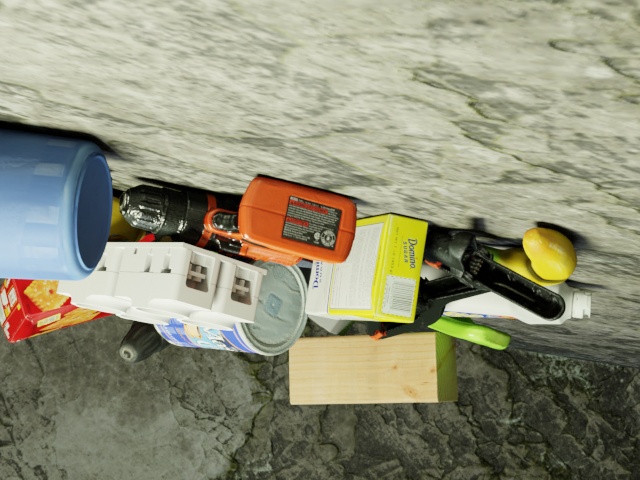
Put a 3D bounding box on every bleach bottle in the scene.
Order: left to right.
[{"bbox_3d":[0.182,0.061,1.224,0.251,0.068,0.102,5,172,14],"label":"bleach bottle"}]

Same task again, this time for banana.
[{"bbox_3d":[0.190,0.017,0.938,0.069,0.037,0.198,9,173,-3],"label":"banana"}]

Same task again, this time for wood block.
[{"bbox_3d":[0.069,0.172,1.421,0.206,0.090,0.090,-5,170,23],"label":"wood block"}]

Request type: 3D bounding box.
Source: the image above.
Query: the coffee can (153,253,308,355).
[{"bbox_3d":[-0.097,0.064,1.117,0.141,0.103,0.102,0,169,43],"label":"coffee can"}]

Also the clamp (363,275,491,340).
[{"bbox_3d":[0.094,0.053,1.131,0.164,0.036,0.210,17,148,-26],"label":"clamp"}]

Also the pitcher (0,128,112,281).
[{"bbox_3d":[-0.290,-0.039,0.810,0.243,0.145,0.149,5,-174,5],"label":"pitcher"}]

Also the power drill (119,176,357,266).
[{"bbox_3d":[-0.067,-0.018,0.929,0.184,0.057,0.188,12,175,-25],"label":"power drill"}]

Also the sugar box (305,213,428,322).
[{"bbox_3d":[0.040,0.029,1.007,0.048,0.093,0.176,11,174,-17],"label":"sugar box"}]

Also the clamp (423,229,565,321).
[{"bbox_3d":[0.145,0.027,0.952,0.120,0.039,0.171,39,178,-10],"label":"clamp"}]

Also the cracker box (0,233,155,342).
[{"bbox_3d":[-0.286,0.059,1.338,0.213,0.072,0.164,-14,170,-27],"label":"cracker box"}]
